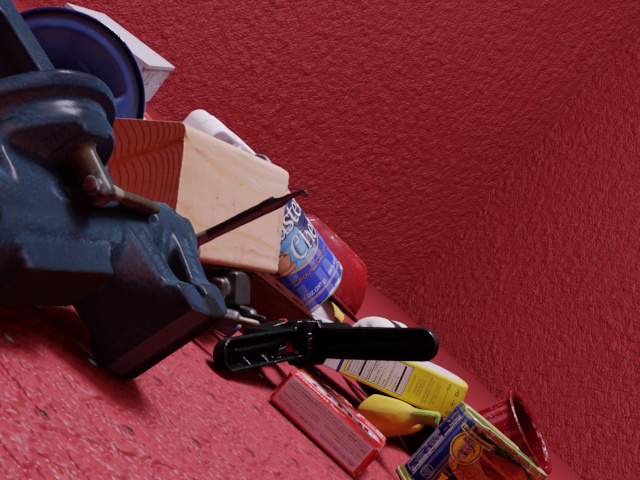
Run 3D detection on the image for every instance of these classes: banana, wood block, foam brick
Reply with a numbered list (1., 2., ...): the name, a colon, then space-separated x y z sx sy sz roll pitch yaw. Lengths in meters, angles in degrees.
1. banana: 0.067 0.165 0.982 0.069 0.037 0.198 17 -7 4
2. wood block: -0.103 -0.028 0.796 0.091 0.090 0.206 6 -4 18
3. foam brick: -0.053 0.062 0.981 0.078 0.051 0.053 40 3 -22

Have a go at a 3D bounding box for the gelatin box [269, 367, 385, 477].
1. gelatin box: 0.008 0.136 0.814 0.089 0.030 0.073 41 2 9

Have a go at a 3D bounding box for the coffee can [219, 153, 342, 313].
1. coffee can: -0.057 0.001 1.045 0.140 0.103 0.103 55 -4 -25

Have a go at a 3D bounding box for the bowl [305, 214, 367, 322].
1. bowl: 0.003 0.021 1.235 0.162 0.055 0.162 44 -4 3

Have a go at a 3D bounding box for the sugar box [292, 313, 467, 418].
1. sugar box: 0.053 0.124 1.075 0.176 0.048 0.093 22 0 -13

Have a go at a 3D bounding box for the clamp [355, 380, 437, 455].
1. clamp: 0.092 0.188 1.159 0.120 0.039 0.172 48 3 -46

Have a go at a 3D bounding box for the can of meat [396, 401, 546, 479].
1. can of meat: 0.132 0.203 0.927 0.102 0.084 0.057 40 2 -10

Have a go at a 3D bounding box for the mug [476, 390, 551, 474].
1. mug: 0.182 0.218 1.104 0.093 0.082 0.117 60 17 -8

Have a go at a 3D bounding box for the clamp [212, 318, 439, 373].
1. clamp: -0.001 0.081 0.849 0.164 0.036 0.210 -1 -2 -4

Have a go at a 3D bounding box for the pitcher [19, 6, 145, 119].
1. pitcher: -0.232 -0.135 0.895 0.144 0.149 0.243 1 11 -16
